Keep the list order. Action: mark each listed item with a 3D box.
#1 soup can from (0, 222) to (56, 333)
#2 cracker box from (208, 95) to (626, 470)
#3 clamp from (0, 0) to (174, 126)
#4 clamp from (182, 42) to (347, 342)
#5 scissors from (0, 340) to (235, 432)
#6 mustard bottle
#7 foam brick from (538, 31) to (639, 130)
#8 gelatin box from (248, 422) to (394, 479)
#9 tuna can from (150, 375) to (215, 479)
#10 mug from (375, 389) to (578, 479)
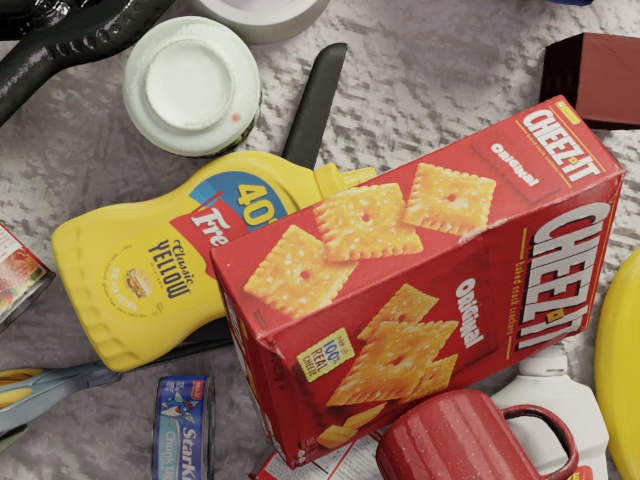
[{"bbox_3d":[-0.223,0.010,0.652,0.102,0.068,0.068,45,90,-4],"label":"soup can"},{"bbox_3d":[0.056,0.031,0.605,0.213,0.164,0.072,-23,56,-11],"label":"cracker box"},{"bbox_3d":[-0.157,-0.117,0.623,0.171,0.039,0.120,-20,59,13],"label":"clamp"},{"bbox_3d":[-0.007,0.002,0.680,0.210,0.036,0.164,-44,94,2],"label":"clamp"},{"bbox_3d":[-0.142,0.088,0.653,0.201,0.096,0.016,-9,103,0],"label":"scissors"},{"bbox_3d":[-0.054,0.001,0.632,0.191,0.058,0.096,-22,96,5],"label":"mustard bottle"},{"bbox_3d":[0.173,-0.097,0.665,0.051,0.078,0.053,6,93,-6],"label":"foam brick"},{"bbox_3d":[0.010,0.137,0.683,0.073,0.030,0.089,38,74,-5],"label":"gelatin box"},{"bbox_3d":[-0.084,0.126,0.658,0.033,0.086,0.086,1,93,-2],"label":"tuna can"},{"bbox_3d":[0.094,0.137,0.631,0.117,0.093,0.081,-28,55,-1],"label":"mug"}]
